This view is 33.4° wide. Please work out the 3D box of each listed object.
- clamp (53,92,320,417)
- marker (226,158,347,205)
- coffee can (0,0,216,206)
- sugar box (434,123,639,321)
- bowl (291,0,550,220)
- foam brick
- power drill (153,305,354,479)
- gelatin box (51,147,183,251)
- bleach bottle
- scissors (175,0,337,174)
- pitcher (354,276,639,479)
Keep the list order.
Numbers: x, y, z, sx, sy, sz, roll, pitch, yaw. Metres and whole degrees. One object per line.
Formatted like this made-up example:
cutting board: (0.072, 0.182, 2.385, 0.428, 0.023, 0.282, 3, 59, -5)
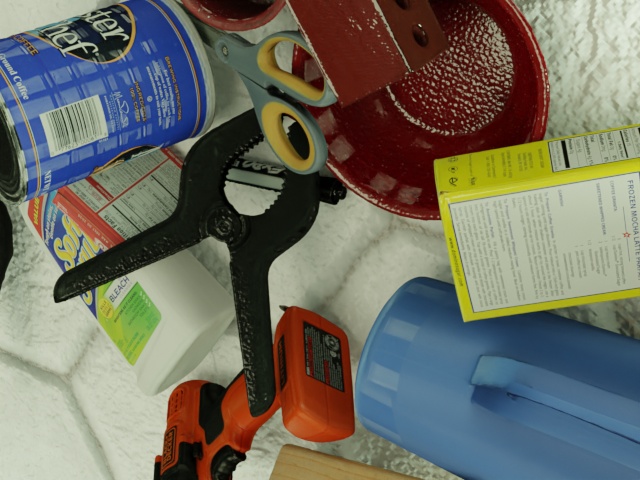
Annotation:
clamp: (-0.055, 0.001, 0.704, 0.164, 0.036, 0.210, 36, 92, 1)
marker: (-0.037, -0.044, 0.745, 0.121, 0.020, 0.020, 14, 120, 25)
coffee can: (-0.154, -0.094, 0.695, 0.103, 0.140, 0.103, 38, 141, 39)
sugar box: (0.157, -0.013, 0.586, 0.176, 0.048, 0.093, -10, 126, 10)
bowl: (0.065, -0.096, 0.635, 0.162, 0.055, 0.162, 14, 120, 25)
foam brick: (0.024, -0.121, 0.578, 0.051, 0.052, 0.078, -22, 101, 36)
power drill: (-0.055, 0.148, 0.770, 0.057, 0.184, 0.188, 28, 127, -30)
gelatin box: (-0.134, -0.031, 0.765, 0.073, 0.089, 0.030, 43, 143, 5)
bleach bottle: (-0.176, -0.006, 0.816, 0.251, 0.067, 0.103, 46, 129, 11)
scissors: (-0.050, -0.101, 0.679, 0.202, 0.016, 0.096, 23, 126, 49)
pitcher: (0.144, 0.105, 0.640, 0.243, 0.144, 0.149, 20, 125, 25)
